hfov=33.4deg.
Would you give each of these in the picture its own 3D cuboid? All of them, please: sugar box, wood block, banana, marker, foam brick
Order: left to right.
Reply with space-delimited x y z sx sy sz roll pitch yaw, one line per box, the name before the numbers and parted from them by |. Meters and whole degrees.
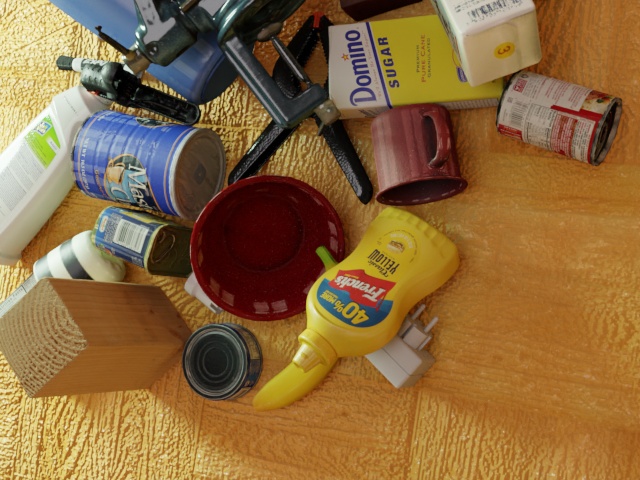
marker | -0.268 -0.209 1.282 0.121 0.020 0.020 11 90 25
wood block | -0.236 0.103 1.139 0.091 0.205 0.090 -42 71 16
banana | -0.006 0.104 1.123 0.070 0.037 0.198 26 103 13
foam brick | 0.060 -0.271 1.120 0.078 0.051 0.053 -14 80 23
sugar box | 0.097 -0.178 1.083 0.176 0.048 0.093 -4 82 13

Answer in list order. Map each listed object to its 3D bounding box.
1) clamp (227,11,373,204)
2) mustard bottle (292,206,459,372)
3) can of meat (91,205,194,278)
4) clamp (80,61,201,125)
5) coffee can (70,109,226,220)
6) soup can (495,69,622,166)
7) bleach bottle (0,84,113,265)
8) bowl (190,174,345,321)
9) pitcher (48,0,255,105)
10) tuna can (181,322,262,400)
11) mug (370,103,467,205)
clamp | -0.003 -0.138 1.145 0.165 0.036 0.210 13 88 19
mustard bottle | 0.043 0.057 1.051 0.096 0.058 0.191 35 70 29
can of meat | -0.191 0.000 1.186 0.084 0.102 0.057 21 95 26
clamp | -0.205 -0.162 1.171 0.039 0.120 0.172 -60 28 -4
coffee can | -0.191 -0.085 1.191 0.140 0.102 0.103 13 91 25
soup can | 0.227 -0.118 1.022 0.102 0.068 0.068 22 95 25
bleach bottle | -0.327 -0.090 1.277 0.251 0.068 0.103 -45 71 13
bowl | -0.057 0.001 1.125 0.162 0.055 0.162 -3 110 -8
pitcher | -0.195 -0.256 1.184 0.243 0.149 0.145 39 107 7
tuna can | -0.109 0.133 1.174 0.086 0.033 0.086 -2 85 24
mug | 0.098 -0.089 1.058 0.093 0.117 0.081 -4 76 -16
